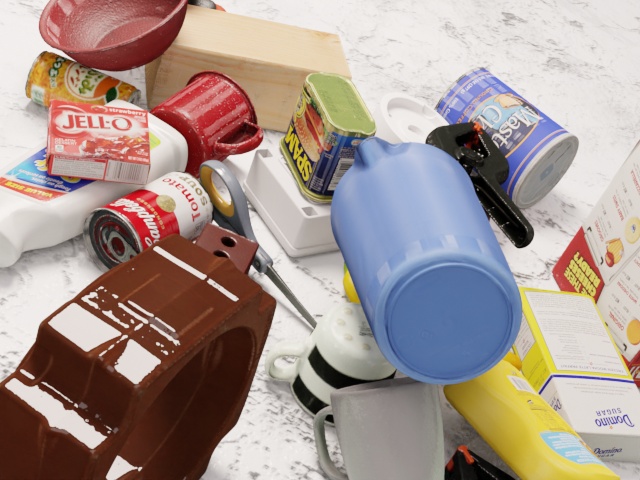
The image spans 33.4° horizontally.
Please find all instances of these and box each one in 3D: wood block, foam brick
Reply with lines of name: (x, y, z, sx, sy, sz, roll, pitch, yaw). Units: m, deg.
wood block: (-0.083, -0.187, 1.177, 0.205, 0.090, 0.091, 8, 40, -19)
foam brick: (-0.094, 0.031, 0.939, 0.053, 0.051, 0.078, 22, 37, 0)

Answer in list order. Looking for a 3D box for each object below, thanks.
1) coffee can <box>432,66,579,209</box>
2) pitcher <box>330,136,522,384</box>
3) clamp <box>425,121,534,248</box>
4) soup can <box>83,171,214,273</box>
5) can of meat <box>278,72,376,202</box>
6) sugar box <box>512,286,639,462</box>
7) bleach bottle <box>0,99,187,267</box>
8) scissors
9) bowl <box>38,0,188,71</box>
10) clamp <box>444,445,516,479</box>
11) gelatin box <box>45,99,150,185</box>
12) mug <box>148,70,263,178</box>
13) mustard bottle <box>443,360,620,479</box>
coffee can: (0.209, -0.118, 1.225, 0.102, 0.103, 0.140, -21, 55, -42)
pitcher: (0.088, 0.023, 0.859, 0.149, 0.145, 0.243, 17, 19, -10)
clamp: (0.155, -0.068, 1.094, 0.164, 0.036, 0.209, 30, 30, 6)
soup can: (-0.152, -0.015, 0.954, 0.068, 0.069, 0.102, 36, 39, 17)
can of meat: (0.008, -0.100, 1.026, 0.057, 0.084, 0.102, 0, 43, -26)
sugar box: (0.238, 0.123, 0.997, 0.093, 0.048, 0.176, 7, 44, -19)
bleach bottle: (-0.231, -0.040, 0.952, 0.103, 0.068, 0.250, 32, 41, 13)
scissors: (-0.056, 0.001, 0.966, 0.016, 0.096, 0.202, -31, 58, -35)
bowl: (-0.198, -0.220, 1.076, 0.162, 0.055, 0.162, -10, 45, 9)
clamp: (0.148, 0.232, 0.820, 0.172, 0.039, 0.120, 42, 23, 29)
gelatin box: (-0.197, -0.088, 0.946, 0.089, 0.030, 0.073, 6, 45, -18)
mug: (-0.113, -0.108, 1.064, 0.117, 0.093, 0.081, 19, 39, 24)
mustard bottle: (0.187, 0.176, 0.868, 0.096, 0.058, 0.192, 23, 19, -46)
